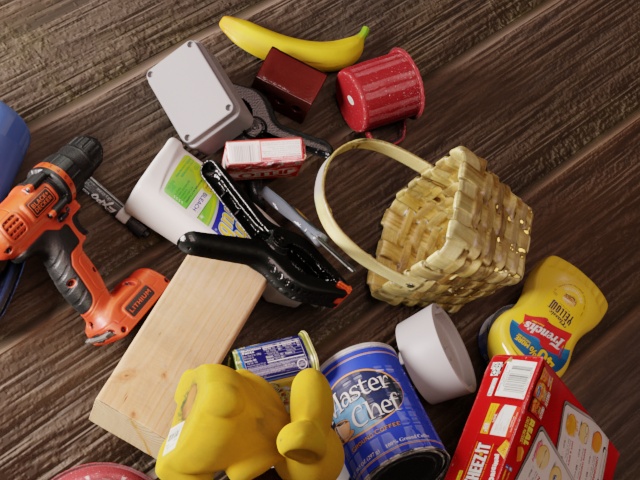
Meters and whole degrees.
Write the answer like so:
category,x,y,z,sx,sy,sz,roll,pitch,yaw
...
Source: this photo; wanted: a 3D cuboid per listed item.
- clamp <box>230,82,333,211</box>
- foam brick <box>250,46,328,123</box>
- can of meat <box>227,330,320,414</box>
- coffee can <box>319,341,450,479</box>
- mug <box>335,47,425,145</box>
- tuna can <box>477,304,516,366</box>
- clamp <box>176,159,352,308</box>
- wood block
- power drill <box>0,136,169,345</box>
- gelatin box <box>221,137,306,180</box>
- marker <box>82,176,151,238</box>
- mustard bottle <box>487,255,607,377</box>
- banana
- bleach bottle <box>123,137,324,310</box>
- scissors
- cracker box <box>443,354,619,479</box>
category,x,y,z,sx,sy,sz,roll,pitch,yaw
clamp,-0.082,-0.118,1.270,0.171,0.039,0.120,39,68,8
foam brick,-0.040,-0.189,1.303,0.078,0.053,0.051,26,63,-5
can of meat,-0.053,0.149,1.134,0.083,0.102,0.057,-11,52,-18
coffee can,0.061,0.193,1.125,0.102,0.103,0.140,-10,49,-21
mug,0.073,-0.171,1.319,0.081,0.093,0.117,-20,112,-19
tuna can,0.232,0.121,1.271,0.086,0.034,0.086,6,67,-15
clamp,-0.058,0.001,1.147,0.209,0.036,0.164,30,31,-22
wood block,-0.148,0.114,1.125,0.090,0.091,0.206,31,63,-3
power drill,-0.245,0.002,1.120,0.187,0.057,0.184,51,48,-17
gelatin box,-0.065,-0.091,1.209,0.089,0.073,0.030,-4,79,-10
marker,-0.239,-0.044,1.201,0.121,0.020,0.020,40,63,1
mustard bottle,0.247,0.112,1.226,0.096,0.058,0.191,43,63,-3
banana,-0.028,-0.244,1.341,0.197,0.037,0.069,2,49,-18
bleach bottle,-0.091,-0.006,1.207,0.250,0.068,0.102,33,49,-7
scissors,-0.019,-0.016,1.166,0.096,0.202,0.016,39,92,-16
cracker box,0.230,0.246,1.143,0.213,0.072,0.164,48,57,-37
